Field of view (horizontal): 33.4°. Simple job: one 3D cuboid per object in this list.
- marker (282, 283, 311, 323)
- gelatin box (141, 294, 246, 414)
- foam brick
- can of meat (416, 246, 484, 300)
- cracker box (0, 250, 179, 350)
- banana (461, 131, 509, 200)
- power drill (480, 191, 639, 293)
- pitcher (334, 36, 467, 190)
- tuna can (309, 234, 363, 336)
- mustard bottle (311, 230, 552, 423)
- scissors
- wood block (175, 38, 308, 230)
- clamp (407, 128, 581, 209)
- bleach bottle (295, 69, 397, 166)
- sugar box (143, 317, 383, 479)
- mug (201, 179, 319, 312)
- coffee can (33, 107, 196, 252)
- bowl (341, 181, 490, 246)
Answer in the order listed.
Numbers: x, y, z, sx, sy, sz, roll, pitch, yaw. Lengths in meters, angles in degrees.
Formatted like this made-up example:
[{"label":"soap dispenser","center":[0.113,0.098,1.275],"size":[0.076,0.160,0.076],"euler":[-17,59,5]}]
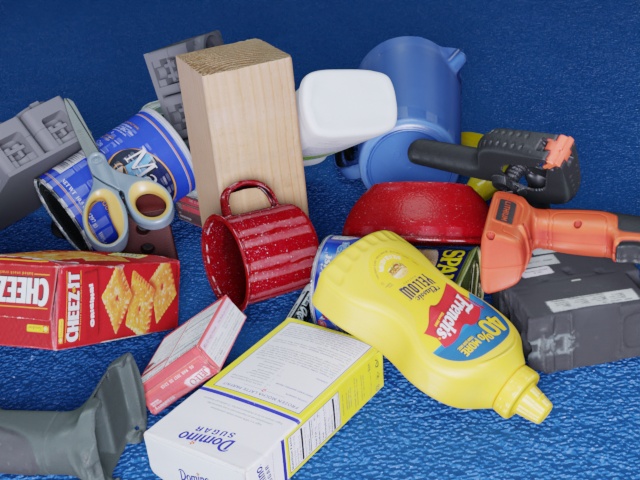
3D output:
[{"label":"marker","center":[-0.023,0.073,0.926],"size":[0.020,0.020,0.121],"euler":[2,26,18]},{"label":"gelatin box","center":[-0.103,0.091,0.855],"size":[0.073,0.030,0.089],"euler":[-35,15,23]},{"label":"foam brick","center":[-0.171,-0.001,1.054],"size":[0.053,0.078,0.051],"euler":[-11,26,-6]},{"label":"can of meat","center":[0.089,0.046,0.914],"size":[0.084,0.057,0.102],"euler":[1,26,21]},{"label":"cracker box","center":[-0.234,0.044,0.885],"size":[0.164,0.072,0.213],"euler":[2,0,17]},{"label":"banana","center":[0.177,-0.087,1.200],"size":[0.070,0.037,0.197],"euler":[-2,25,9]},{"label":"power drill","center":[0.220,0.011,0.823],"size":[0.188,0.057,0.184],"euler":[4,23,13]},{"label":"pitcher","center":[0.093,-0.127,1.221],"size":[0.145,0.149,0.242],"euler":[9,29,0]},{"label":"tuna can","center":[0.021,0.039,0.910],"size":[0.034,0.086,0.086],"euler":[5,27,20]},{"label":"mustard bottle","center":[0.092,0.072,0.804],"size":[0.192,0.058,0.096],"euler":[38,42,23]},{"label":"scissors","center":[-0.196,-0.072,1.037],"size":[0.096,0.016,0.202],"euler":[-10,55,-5]},{"label":"wood block","center":[-0.073,-0.082,1.048],"size":[0.090,0.206,0.091],"euler":[-16,26,-20]},{"label":"clamp","center":[0.163,-0.064,0.952],"size":[0.164,0.036,0.210],"euler":[29,-12,1]},{"label":"bleach bottle","center":[-0.013,-0.116,1.132],"size":[0.102,0.068,0.251],"euler":[-5,-5,-22]},{"label":"sugar box","center":[-0.037,0.124,0.788],"size":[0.093,0.048,0.175],"euler":[13,34,33]},{"label":"mug","center":[-0.056,0.001,0.983],"size":[0.081,0.117,0.093],"euler":[-15,-1,-29]},{"label":"coffee can","center":[-0.211,-0.059,1.116],"size":[0.140,0.103,0.103],"euler":[-37,35,-20]},{"label":"bowl","center":[0.093,-0.023,0.983],"size":[0.162,0.055,0.162],"euler":[1,-2,0]}]
